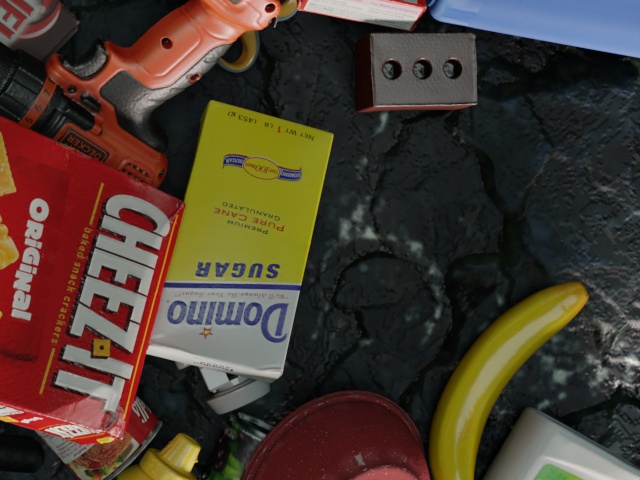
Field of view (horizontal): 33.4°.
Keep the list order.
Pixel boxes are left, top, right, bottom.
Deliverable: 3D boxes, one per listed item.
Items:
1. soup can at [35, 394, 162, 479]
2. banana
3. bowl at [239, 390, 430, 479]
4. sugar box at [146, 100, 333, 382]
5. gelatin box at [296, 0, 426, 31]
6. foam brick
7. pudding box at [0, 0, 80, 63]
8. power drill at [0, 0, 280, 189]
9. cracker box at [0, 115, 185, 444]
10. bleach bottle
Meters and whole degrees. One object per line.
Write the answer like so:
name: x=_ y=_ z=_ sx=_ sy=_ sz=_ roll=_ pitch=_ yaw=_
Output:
soup can: x=-0.168 y=0.111 z=0.730 sx=0.068 sy=0.068 sz=0.102 roll=-42 pitch=98 yaw=-5
banana: x=0.128 y=0.111 z=0.786 sx=0.070 sy=0.037 sz=0.198 roll=23 pitch=82 yaw=19
bowl: x=0.022 y=0.189 z=0.743 sx=0.161 sy=0.055 sz=0.162 roll=-8 pitch=107 yaw=-29
sugar box: x=-0.055 y=0.001 z=0.731 sx=0.093 sy=0.048 sz=0.176 roll=14 pitch=72 yaw=-9
gelatin box: x=0.025 y=-0.188 z=0.741 sx=0.089 sy=0.030 sz=0.073 roll=5 pitch=60 yaw=-20
foam brick: x=0.067 y=-0.120 z=0.764 sx=0.078 sy=0.051 sz=0.053 roll=-3 pitch=93 yaw=-9
pudding box: x=-0.232 y=-0.139 z=0.719 sx=0.090 sy=0.039 sz=0.113 roll=44 pitch=86 yaw=-10
power drill: x=-0.133 y=-0.130 z=0.679 sx=0.188 sy=0.057 sz=0.184 roll=-43 pitch=127 yaw=17
cracker box: x=-0.200 y=0.014 z=0.637 sx=0.213 sy=0.072 sz=0.164 roll=25 pitch=66 yaw=-32
bleach bottle: x=0.135 y=0.255 z=0.793 sx=0.102 sy=0.068 sz=0.251 roll=29 pitch=91 yaw=-9
